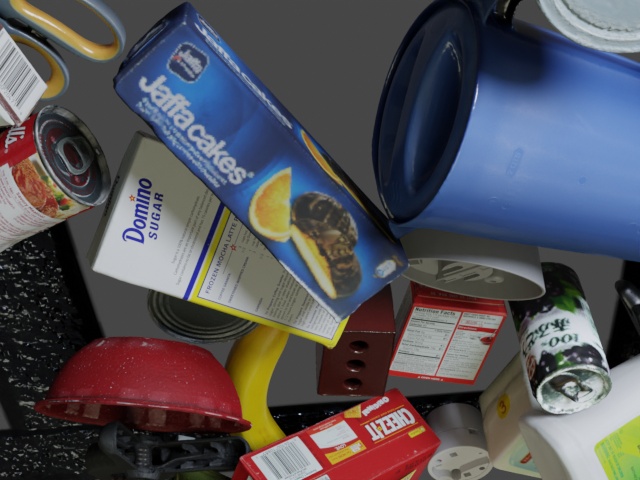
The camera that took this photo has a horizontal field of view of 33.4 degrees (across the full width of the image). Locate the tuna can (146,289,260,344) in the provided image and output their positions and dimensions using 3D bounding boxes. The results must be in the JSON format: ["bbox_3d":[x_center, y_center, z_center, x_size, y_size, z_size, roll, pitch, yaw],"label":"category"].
[{"bbox_3d":[-0.081,0.035,0.768,0.086,0.034,0.086,-2,135,-2],"label":"tuna can"}]

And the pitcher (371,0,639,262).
[{"bbox_3d":[0.165,-0.060,0.629,0.242,0.145,0.149,11,168,-19],"label":"pitcher"}]

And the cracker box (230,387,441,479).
[{"bbox_3d":[-0.010,0.235,0.892,0.163,0.072,0.214,-18,144,-37],"label":"cracker box"}]

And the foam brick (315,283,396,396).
[{"bbox_3d":[0.025,0.075,0.801,0.053,0.051,0.078,1,135,-4],"label":"foam brick"}]

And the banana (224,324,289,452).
[{"bbox_3d":[-0.048,0.122,0.858,0.069,0.037,0.198,-18,137,-10],"label":"banana"}]

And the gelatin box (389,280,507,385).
[{"bbox_3d":[0.094,0.069,0.815,0.073,0.030,0.089,7,133,-9],"label":"gelatin box"}]

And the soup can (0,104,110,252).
[{"bbox_3d":[-0.193,-0.033,0.672,0.102,0.068,0.068,-25,131,21],"label":"soup can"}]

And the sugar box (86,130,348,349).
[{"bbox_3d":[-0.055,0.001,0.703,0.176,0.048,0.093,21,95,-19],"label":"sugar box"}]

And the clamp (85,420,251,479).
[{"bbox_3d":[-0.148,0.171,0.854,0.120,0.039,0.172,23,149,-32],"label":"clamp"}]

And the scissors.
[{"bbox_3d":[-0.210,-0.141,0.601,0.201,0.016,0.096,23,133,-18],"label":"scissors"}]

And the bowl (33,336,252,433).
[{"bbox_3d":[-0.129,0.107,0.796,0.162,0.055,0.162,4,164,1],"label":"bowl"}]
